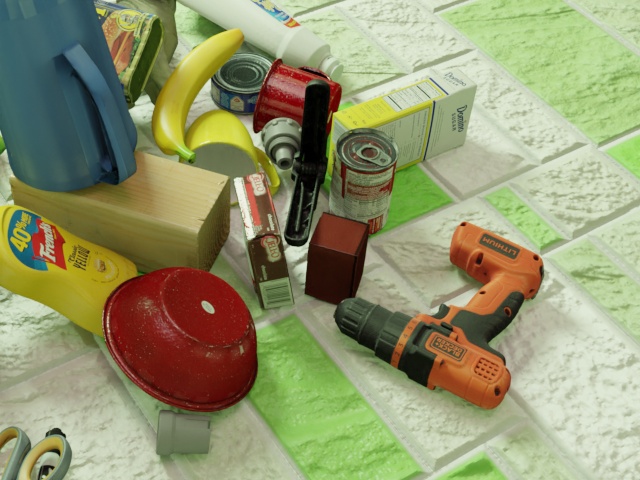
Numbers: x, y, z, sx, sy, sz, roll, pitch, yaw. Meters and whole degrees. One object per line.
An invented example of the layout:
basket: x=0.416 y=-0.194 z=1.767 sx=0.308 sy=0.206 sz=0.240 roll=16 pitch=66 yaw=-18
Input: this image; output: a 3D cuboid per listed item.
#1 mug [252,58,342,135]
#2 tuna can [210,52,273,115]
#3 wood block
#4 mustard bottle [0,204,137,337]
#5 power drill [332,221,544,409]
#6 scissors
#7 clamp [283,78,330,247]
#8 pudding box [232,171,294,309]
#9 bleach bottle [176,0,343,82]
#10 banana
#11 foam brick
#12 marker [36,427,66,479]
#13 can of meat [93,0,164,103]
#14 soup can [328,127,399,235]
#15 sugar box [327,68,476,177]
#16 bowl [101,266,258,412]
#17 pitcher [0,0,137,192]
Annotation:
mug: x=-0.021 y=-0.164 z=1.257 sx=0.081 sy=0.093 sz=0.117 roll=20 pitch=45 yaw=7
tuna can: x=-0.093 y=-0.195 z=1.316 sx=0.086 sy=0.034 sz=0.086 roll=2 pitch=46 yaw=-3
wood block: x=-0.205 y=-0.036 z=1.116 sx=0.206 sy=0.090 sz=0.090 roll=16 pitch=48 yaw=10
mustard bottle: x=-0.270 y=0.017 z=1.019 sx=0.191 sy=0.058 sz=0.096 roll=29 pitch=31 yaw=-22
power drill: x=0.129 y=0.065 z=1.073 sx=0.184 sy=0.057 sz=0.187 roll=27 pitch=53 yaw=15
scissors: x=-0.258 y=0.238 z=0.882 sx=0.096 sy=0.016 sz=0.201 roll=-16 pitch=45 yaw=14
clamp: x=-0.013 y=-0.066 z=1.123 sx=0.036 sy=0.210 sz=0.164 roll=10 pitch=84 yaw=1
pudding box: x=-0.057 y=0.001 z=1.076 sx=0.039 sy=0.113 sz=0.090 roll=-11 pitch=48 yaw=-4
bleach bottle: x=-0.072 y=-0.276 z=1.369 sx=0.251 sy=0.068 sz=0.102 roll=36 pitch=19 yaw=19
banana: x=-0.141 y=-0.160 z=1.167 sx=0.069 sy=0.037 sz=0.197 roll=11 pitch=58 yaw=8
foam brick: x=0.017 y=0.020 z=1.091 sx=0.051 sy=0.078 sz=0.053 roll=14 pitch=45 yaw=9
marker: x=-0.238 y=0.215 z=0.922 sx=0.020 sy=0.020 sz=0.121 roll=2 pitch=46 yaw=-3
can of meat: x=-0.224 y=-0.204 z=1.144 sx=0.084 sy=0.057 sz=0.102 roll=17 pitch=76 yaw=7
soup can: x=0.045 y=-0.062 z=1.153 sx=0.068 sy=0.102 sz=0.068 roll=2 pitch=46 yaw=-3
sugar box: x=0.094 y=-0.129 z=1.229 sx=0.176 sy=0.093 sz=0.048 roll=-25 pitch=53 yaw=-27
bowl: x=-0.118 y=0.078 z=0.995 sx=0.162 sy=0.055 sz=0.162 roll=23 pitch=38 yaw=-20
pitcher: x=-0.252 y=-0.166 z=1.005 sx=0.149 sy=0.243 sz=0.145 roll=0 pitch=50 yaw=4
